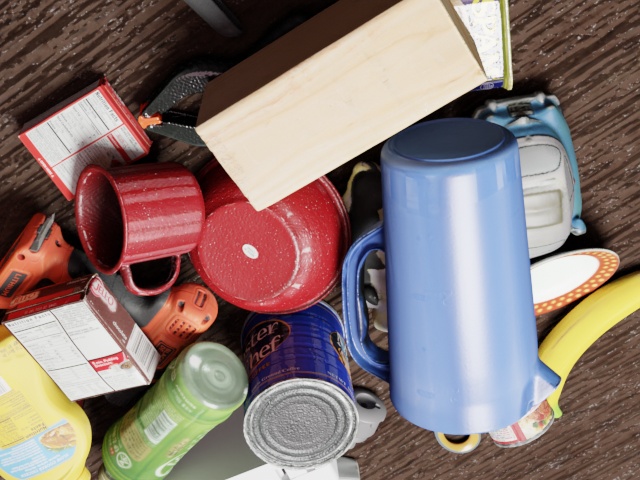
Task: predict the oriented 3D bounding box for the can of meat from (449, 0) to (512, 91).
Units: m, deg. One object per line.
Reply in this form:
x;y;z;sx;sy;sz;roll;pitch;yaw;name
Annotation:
0.111;-0.172;0.887;0.084;0.057;0.102;-8;119;3;can of meat

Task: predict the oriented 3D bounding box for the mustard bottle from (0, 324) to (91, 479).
-0.267;0.172;0.982;0.096;0.058;0.191;-26;112;4;mustard bottle

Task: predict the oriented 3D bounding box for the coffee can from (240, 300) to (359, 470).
-0.022;0.128;0.993;0.102;0.140;0.103;-2;119;-4;coffee can

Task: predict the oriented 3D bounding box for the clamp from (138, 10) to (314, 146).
-0.067;-0.116;0.913;0.171;0.039;0.120;-18;114;11;clamp

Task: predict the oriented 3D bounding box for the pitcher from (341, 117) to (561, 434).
0.103;0.027;0.885;0.149;0.145;0.243;-15;117;-15;pitcher

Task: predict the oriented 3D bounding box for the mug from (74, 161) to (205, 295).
-0.149;-0.012;0.907;0.081;0.093;0.117;-11;90;-37;mug

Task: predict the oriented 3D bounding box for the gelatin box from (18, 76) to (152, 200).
-0.202;-0.088;0.921;0.089;0.030;0.073;-29;116;11;gelatin box

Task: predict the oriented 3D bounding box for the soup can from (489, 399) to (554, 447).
0.178;0.143;1.050;0.068;0.068;0.102;-27;106;10;soup can

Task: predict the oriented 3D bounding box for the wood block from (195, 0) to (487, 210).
0.014;-0.122;0.832;0.206;0.091;0.090;-29;116;16;wood block

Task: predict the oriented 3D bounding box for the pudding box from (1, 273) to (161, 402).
-0.207;0.086;0.931;0.090;0.039;0.113;-14;125;22;pudding box

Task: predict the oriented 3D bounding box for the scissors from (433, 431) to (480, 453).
0.103;0.163;1.094;0.201;0.016;0.096;18;114;-14;scissors

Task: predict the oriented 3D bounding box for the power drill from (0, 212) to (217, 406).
-0.210;0.068;0.981;0.187;0.057;0.185;30;129;-17;power drill

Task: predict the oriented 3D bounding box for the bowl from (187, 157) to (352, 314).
-0.056;0.001;0.940;0.162;0.055;0.162;5;111;13;bowl

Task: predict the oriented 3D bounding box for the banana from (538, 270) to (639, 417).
0.265;0.094;1.061;0.069;0.037;0.198;16;120;-35;banana
